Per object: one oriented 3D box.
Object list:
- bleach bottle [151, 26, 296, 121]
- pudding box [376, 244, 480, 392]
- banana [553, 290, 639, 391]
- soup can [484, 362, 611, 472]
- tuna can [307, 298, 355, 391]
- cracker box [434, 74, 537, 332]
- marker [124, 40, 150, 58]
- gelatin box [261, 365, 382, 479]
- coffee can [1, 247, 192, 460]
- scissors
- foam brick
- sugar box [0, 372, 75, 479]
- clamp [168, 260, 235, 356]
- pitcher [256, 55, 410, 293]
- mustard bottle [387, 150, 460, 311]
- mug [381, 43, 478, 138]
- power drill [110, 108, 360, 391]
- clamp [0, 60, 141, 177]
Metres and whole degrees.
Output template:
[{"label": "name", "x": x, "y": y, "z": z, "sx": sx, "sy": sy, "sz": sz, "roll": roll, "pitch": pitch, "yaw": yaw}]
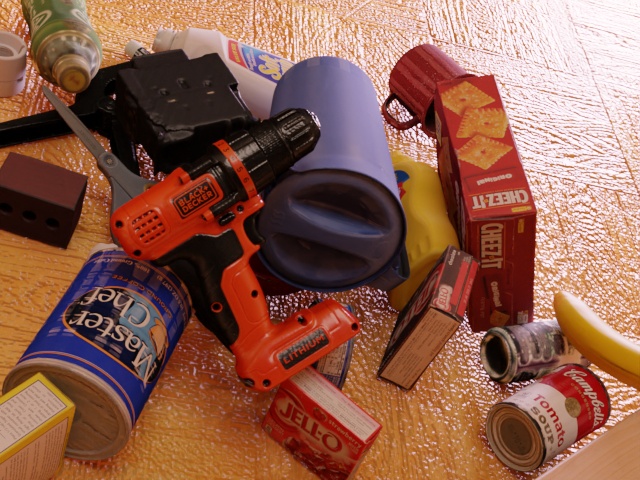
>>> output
[{"label": "bleach bottle", "x": -0.068, "y": -0.171, "z": 1.186, "sx": 0.250, "sy": 0.068, "sz": 0.102, "roll": 22, "pitch": 37, "yaw": -6}, {"label": "pudding box", "x": 0.099, "y": 0.072, "z": 0.980, "sx": 0.039, "sy": 0.114, "sz": 0.090, "roll": 28, "pitch": 41, "yaw": 0}, {"label": "banana", "x": 0.286, "y": 0.103, "z": 0.977, "sx": 0.198, "sy": 0.037, "sz": 0.069, "roll": 25, "pitch": 38, "yaw": 35}, {"label": "soup can", "x": 0.207, "y": 0.160, "z": 0.971, "sx": 0.102, "sy": 0.069, "sz": 0.068, "roll": -20, "pitch": 57, "yaw": -38}, {"label": "tuna can", "x": 0.003, "y": 0.095, "z": 0.933, "sx": 0.033, "sy": 0.086, "sz": 0.086, "roll": 12, "pitch": 42, "yaw": -10}, {"label": "cracker box", "x": 0.165, "y": -0.039, "z": 1.086, "sx": 0.072, "sy": 0.164, "sz": 0.213, "roll": -7, "pitch": 44, "yaw": 3}, {"label": "marker", "x": -0.173, "y": -0.185, "z": 1.199, "sx": 0.121, "sy": 0.020, "sz": 0.020, "roll": 39, "pitch": 43, "yaw": 18}, {"label": "gelatin box", "x": -0.001, "y": 0.153, "z": 0.878, "sx": 0.089, "sy": 0.073, "sz": 0.030, "roll": 38, "pitch": 44, "yaw": 15}, {"label": "coffee can", "x": -0.173, "y": 0.088, "z": 0.846, "sx": 0.103, "sy": 0.103, "sz": 0.140, "roll": 23, "pitch": 41, "yaw": 0}, {"label": "scissors", "x": -0.204, "y": -0.055, "z": 1.004, "sx": 0.201, "sy": 0.016, "sz": 0.096, "roll": 37, "pitch": 55, "yaw": -10}, {"label": "foam brick", "x": -0.259, "y": -0.037, "z": 0.977, "sx": 0.078, "sy": 0.053, "sz": 0.051, "roll": 18, "pitch": 41, "yaw": -6}, {"label": "sugar box", "x": -0.252, "y": 0.172, "z": 0.729, "sx": 0.048, "sy": 0.093, "sz": 0.175, "roll": 39, "pitch": 43, "yaw": 18}, {"label": "clamp", "x": -0.096, "y": 0.054, "z": 0.929, "sx": 0.172, "sy": 0.039, "sz": 0.120, "roll": 44, "pitch": 8, "yaw": 22}, {"label": "pitcher", "x": 0.013, "y": -0.067, "z": 1.006, "sx": 0.145, "sy": 0.149, "sz": 0.243, "roll": 2, "pitch": 36, "yaw": -2}, {"label": "mustard bottle", "x": 0.091, "y": -0.024, "z": 1.090, "sx": 0.058, "sy": 0.096, "sz": 0.191, "roll": 12, "pitch": 42, "yaw": -19}, {"label": "mug", "x": 0.126, "y": -0.177, "z": 1.287, "sx": 0.117, "sy": 0.093, "sz": 0.082, "roll": -37, "pitch": 56, "yaw": -5}, {"label": "power drill", "x": -0.046, "y": 0.009, "z": 0.848, "sx": 0.184, "sy": 0.057, "sz": 0.187, "roll": -32, "pitch": 99, "yaw": -8}, {"label": "clamp", "x": -0.212, "y": -0.119, "z": 1.097, "sx": 0.164, "sy": 0.036, "sz": 0.209, "roll": 31, "pitch": 45, "yaw": 6}]
